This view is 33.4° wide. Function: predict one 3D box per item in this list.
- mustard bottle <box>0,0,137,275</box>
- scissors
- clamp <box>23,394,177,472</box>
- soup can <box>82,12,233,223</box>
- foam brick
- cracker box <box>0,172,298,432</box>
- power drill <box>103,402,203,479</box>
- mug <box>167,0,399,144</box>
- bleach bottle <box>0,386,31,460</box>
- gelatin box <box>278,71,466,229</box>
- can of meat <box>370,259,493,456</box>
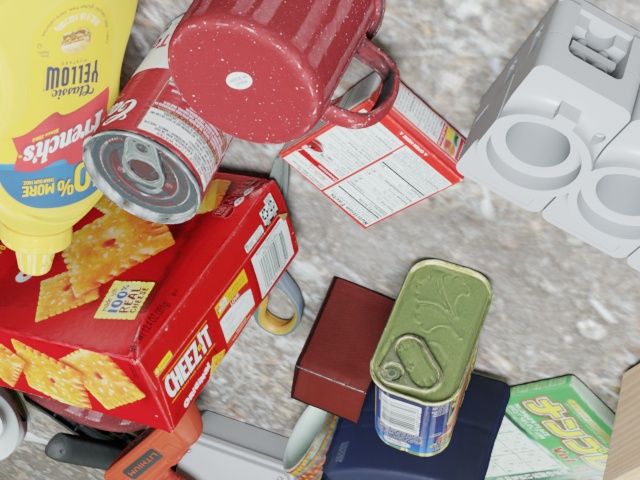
[{"bbox_3d":[-0.152,-0.067,0.583,0.058,0.096,0.192,31,124,32],"label":"mustard bottle"},{"bbox_3d":[-0.055,0.001,0.741,0.096,0.016,0.202,13,143,17],"label":"scissors"},{"bbox_3d":[-0.199,0.206,1.054,0.209,0.036,0.165,33,179,-32],"label":"clamp"},{"bbox_3d":[-0.077,-0.069,0.587,0.068,0.102,0.068,17,145,12],"label":"soup can"},{"bbox_3d":[0.017,0.076,0.742,0.051,0.078,0.053,20,147,7],"label":"foam brick"},{"bbox_3d":[-0.146,0.019,0.679,0.214,0.164,0.072,10,135,28],"label":"cracker box"},{"bbox_3d":[-0.080,0.227,0.914,0.185,0.057,0.187,-39,94,27],"label":"power drill"},{"bbox_3d":[-0.014,-0.096,0.531,0.117,0.081,0.093,32,145,-10],"label":"mug"},{"bbox_3d":[-0.298,0.158,0.951,0.102,0.068,0.251,60,163,-8],"label":"bleach bottle"},{"bbox_3d":[0.030,-0.051,0.609,0.073,0.030,0.089,38,143,-20],"label":"gelatin box"},{"bbox_3d":[0.070,0.078,0.691,0.057,0.102,0.084,17,147,13],"label":"can of meat"}]
